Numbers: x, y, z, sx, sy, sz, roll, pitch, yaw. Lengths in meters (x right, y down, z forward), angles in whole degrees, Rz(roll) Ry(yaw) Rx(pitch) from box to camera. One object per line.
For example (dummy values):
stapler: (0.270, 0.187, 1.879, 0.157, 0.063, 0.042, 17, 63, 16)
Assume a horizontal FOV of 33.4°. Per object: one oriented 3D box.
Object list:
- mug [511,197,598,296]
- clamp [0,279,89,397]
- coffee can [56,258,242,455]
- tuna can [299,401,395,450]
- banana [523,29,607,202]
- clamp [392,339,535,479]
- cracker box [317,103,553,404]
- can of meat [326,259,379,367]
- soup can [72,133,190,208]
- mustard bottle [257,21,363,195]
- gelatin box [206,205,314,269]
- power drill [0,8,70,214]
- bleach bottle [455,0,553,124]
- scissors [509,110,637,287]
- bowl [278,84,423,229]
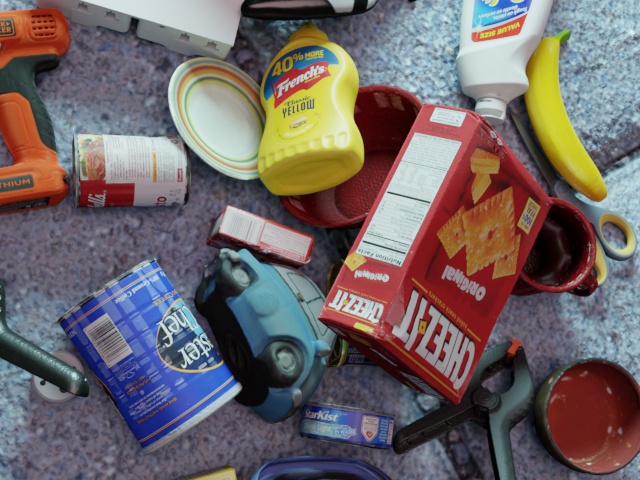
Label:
mug: (0.222, 0.017, 1.057, 0.117, 0.082, 0.093, 34, 74, -7)
clamp: (-0.308, 0.092, 0.914, 0.164, 0.036, 0.210, -38, 71, 6)
coffee can: (-0.149, 0.101, 0.938, 0.102, 0.103, 0.140, -34, 90, -17)
tuna can: (0.024, 0.170, 0.979, 0.086, 0.086, 0.034, 11, 80, -12)
banana: (0.248, -0.133, 1.103, 0.069, 0.037, 0.198, -5, 74, -9)
clamp: (0.145, 0.161, 1.018, 0.120, 0.039, 0.171, 19, 48, 9)
cracker box: (0.108, 0.014, 0.932, 0.164, 0.072, 0.213, 40, 72, -47)
can of meat: (0.052, 0.073, 1.019, 0.083, 0.057, 0.102, 5, 80, -16)
soup can: (-0.174, -0.064, 0.978, 0.102, 0.069, 0.068, -2, 81, -15)
mustard bottle: (-0.010, -0.136, 1.015, 0.096, 0.058, 0.191, -16, 51, 20)
gelatin box: (-0.056, 0.001, 0.994, 0.089, 0.073, 0.030, 20, 77, -11)
power drill: (-0.307, -0.117, 0.958, 0.184, 0.057, 0.187, -9, 83, -16)
bleach bottle: (0.198, -0.242, 1.097, 0.103, 0.068, 0.251, 6, 80, 14)
scissors: (0.269, -0.050, 1.116, 0.096, 0.016, 0.202, -14, 82, -20)
bowl: (0.040, -0.068, 1.013, 0.162, 0.162, 0.055, -58, 139, -16)
